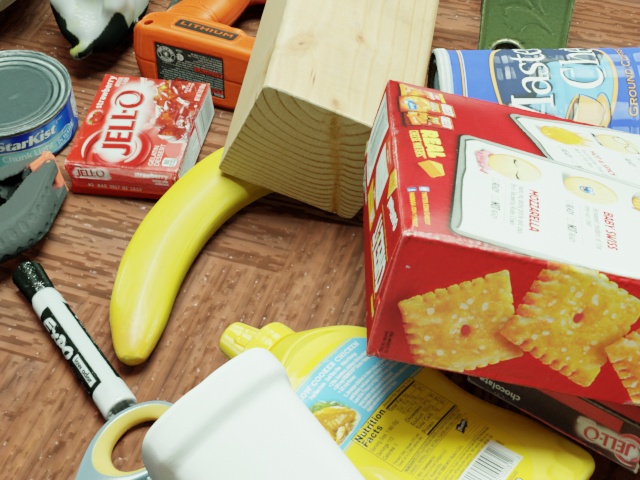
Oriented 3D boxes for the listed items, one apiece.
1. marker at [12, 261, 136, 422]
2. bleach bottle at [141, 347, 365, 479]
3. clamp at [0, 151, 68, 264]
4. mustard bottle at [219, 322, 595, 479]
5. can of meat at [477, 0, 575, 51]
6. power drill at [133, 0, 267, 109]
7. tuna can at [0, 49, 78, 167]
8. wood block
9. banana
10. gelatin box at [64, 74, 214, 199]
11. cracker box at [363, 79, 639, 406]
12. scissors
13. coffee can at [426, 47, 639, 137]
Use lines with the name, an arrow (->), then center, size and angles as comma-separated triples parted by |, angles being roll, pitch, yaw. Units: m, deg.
marker -> -0.138, 0.052, 0.587 | 0.020, 0.020, 0.121 | -28, 53, -22
bleach bottle -> 0.034, 0.161, 0.411 | 0.068, 0.102, 0.251 | -38, 70, -18
clamp -> -0.209, 0.008, 0.608 | 0.171, 0.039, 0.120 | -37, 48, -25
mustard bottle -> 0.027, 0.093, 0.518 | 0.192, 0.058, 0.096 | 30, 53, 25
can of meat -> 0.140, -0.160, 0.714 | 0.057, 0.102, 0.084 | 9, 47, 10
power drill -> -0.035, -0.170, 0.760 | 0.184, 0.057, 0.187 | 14, 48, 13
tuna can -> -0.204, -0.086, 0.702 | 0.086, 0.034, 0.086 | -1, 48, 1
wood block -> 0.014, -0.132, 0.651 | 0.090, 0.091, 0.206 | 20, 57, -13
banana -> -0.066, -0.009, 0.627 | 0.070, 0.037, 0.197 | 28, 55, 27
gelatin box -> -0.115, -0.067, 0.684 | 0.073, 0.030, 0.089 | 6, 48, 9
cracker box -> 0.128, 0.005, 0.506 | 0.213, 0.072, 0.164 | 12, 29, -6
scissors -> -0.135, 0.135, 0.515 | 0.201, 0.016, 0.096 | -14, 48, -10
coffee can -> 0.135, -0.061, 0.623 | 0.140, 0.103, 0.103 | -1, 48, 1
